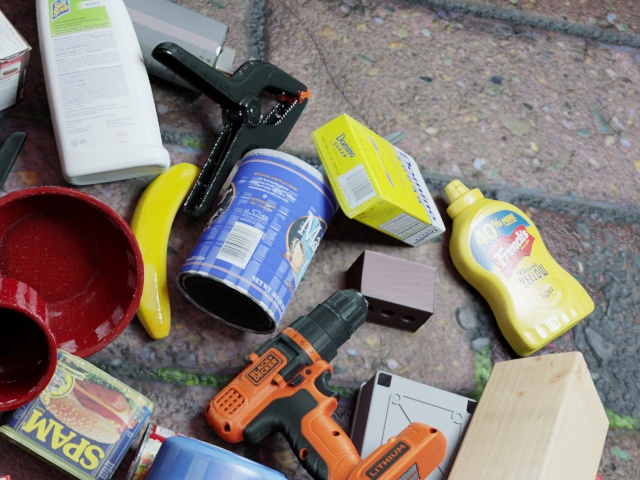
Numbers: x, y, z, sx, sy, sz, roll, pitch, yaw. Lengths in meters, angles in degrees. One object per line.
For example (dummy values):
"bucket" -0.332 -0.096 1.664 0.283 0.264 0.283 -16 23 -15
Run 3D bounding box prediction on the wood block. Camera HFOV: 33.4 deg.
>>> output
"wood block" 0.180 0.199 0.932 0.091 0.090 0.205 63 35 -22

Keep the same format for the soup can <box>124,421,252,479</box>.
"soup can" -0.109 0.202 0.897 0.102 0.069 0.068 22 59 -7

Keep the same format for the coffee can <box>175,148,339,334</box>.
"coffee can" -0.056 0.001 0.987 0.103 0.103 0.140 28 66 -3

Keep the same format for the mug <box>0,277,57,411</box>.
"mug" -0.266 0.070 0.858 0.093 0.081 0.117 -31 112 -3

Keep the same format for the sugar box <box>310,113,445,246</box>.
"sugar box" 0.060 -0.055 1.036 0.176 0.048 0.093 16 48 -61

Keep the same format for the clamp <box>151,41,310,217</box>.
"clamp" -0.080 -0.115 1.055 0.209 0.036 0.164 -16 105 -52

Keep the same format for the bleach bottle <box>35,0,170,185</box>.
"bleach bottle" -0.211 -0.183 1.001 0.102 0.068 0.251 -9 85 -6

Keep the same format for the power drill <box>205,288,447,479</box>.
"power drill" 0.018 0.144 0.929 0.184 0.057 0.188 -42 54 -16

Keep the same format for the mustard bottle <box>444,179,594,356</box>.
"mustard bottle" 0.189 0.018 1.097 0.096 0.058 0.192 -29 75 -23

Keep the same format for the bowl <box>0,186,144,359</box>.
"bowl" -0.236 0.024 0.926 0.162 0.055 0.162 -4 109 -13

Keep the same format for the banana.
"banana" -0.148 -0.004 1.007 0.069 0.037 0.197 20 59 -7

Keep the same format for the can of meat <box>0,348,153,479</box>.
"can of meat" -0.202 0.150 0.890 0.102 0.057 0.084 31 70 -1

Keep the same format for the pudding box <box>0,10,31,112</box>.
"pudding box" -0.324 -0.190 1.012 0.039 0.090 0.113 -36 80 -30

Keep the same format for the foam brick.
"foam brick" 0.068 0.050 1.043 0.078 0.053 0.051 14 61 -11
